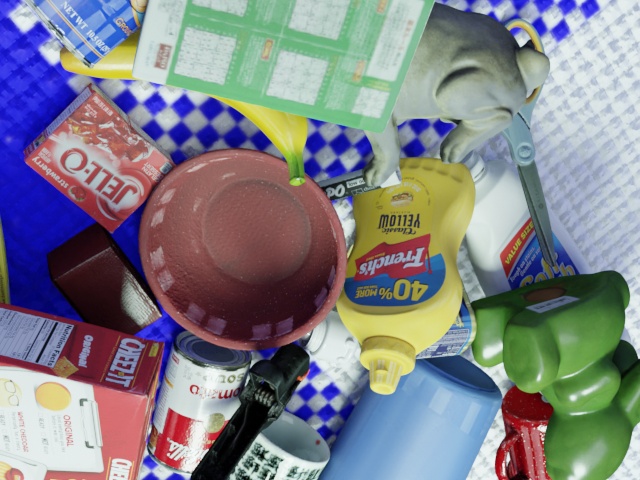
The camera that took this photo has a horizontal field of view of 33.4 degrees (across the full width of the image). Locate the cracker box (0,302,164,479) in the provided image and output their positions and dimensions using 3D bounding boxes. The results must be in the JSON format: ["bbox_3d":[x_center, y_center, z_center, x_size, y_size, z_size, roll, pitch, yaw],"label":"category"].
[{"bbox_3d":[-0.228,0.124,0.748,0.213,0.072,0.164,14,122,-3],"label":"cracker box"}]

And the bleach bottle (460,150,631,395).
[{"bbox_3d":[0.175,0.024,0.934,0.102,0.068,0.250,-38,117,1],"label":"bleach bottle"}]

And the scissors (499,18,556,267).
[{"bbox_3d":[0.145,-0.079,0.864,0.096,0.016,0.202,0,91,-7],"label":"scissors"}]

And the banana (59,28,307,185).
[{"bbox_3d":[-0.086,-0.113,0.765,0.198,0.037,0.069,26,62,2],"label":"banana"}]

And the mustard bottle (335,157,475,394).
[{"bbox_3d":[0.061,0.027,0.818,0.096,0.191,0.058,-1,148,20],"label":"mustard bottle"}]

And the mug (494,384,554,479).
[{"bbox_3d":[0.206,0.186,0.998,0.117,0.093,0.081,-26,116,-27],"label":"mug"}]

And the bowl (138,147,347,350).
[{"bbox_3d":[-0.055,0.001,0.825,0.162,0.055,0.162,3,109,9],"label":"bowl"}]

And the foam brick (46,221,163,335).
[{"bbox_3d":[-0.167,0.034,0.823,0.051,0.053,0.078,-33,121,-3],"label":"foam brick"}]

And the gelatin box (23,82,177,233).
[{"bbox_3d":[-0.163,-0.060,0.794,0.073,0.030,0.089,-44,119,4],"label":"gelatin box"}]

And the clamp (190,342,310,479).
[{"bbox_3d":[-0.041,0.118,0.843,0.039,0.171,0.120,36,117,3],"label":"clamp"}]

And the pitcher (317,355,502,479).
[{"bbox_3d":[0.067,0.213,0.953,0.145,0.149,0.243,24,101,-12],"label":"pitcher"}]

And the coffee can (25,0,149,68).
[{"bbox_3d":[-0.131,-0.197,0.701,0.140,0.103,0.102,-40,120,1],"label":"coffee can"}]

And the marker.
[{"bbox_3d":[0.004,-0.039,0.841,0.121,0.020,0.020,-15,121,18],"label":"marker"}]

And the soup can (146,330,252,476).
[{"bbox_3d":[-0.100,0.133,0.883,0.068,0.068,0.102,8,109,-23],"label":"soup can"}]
